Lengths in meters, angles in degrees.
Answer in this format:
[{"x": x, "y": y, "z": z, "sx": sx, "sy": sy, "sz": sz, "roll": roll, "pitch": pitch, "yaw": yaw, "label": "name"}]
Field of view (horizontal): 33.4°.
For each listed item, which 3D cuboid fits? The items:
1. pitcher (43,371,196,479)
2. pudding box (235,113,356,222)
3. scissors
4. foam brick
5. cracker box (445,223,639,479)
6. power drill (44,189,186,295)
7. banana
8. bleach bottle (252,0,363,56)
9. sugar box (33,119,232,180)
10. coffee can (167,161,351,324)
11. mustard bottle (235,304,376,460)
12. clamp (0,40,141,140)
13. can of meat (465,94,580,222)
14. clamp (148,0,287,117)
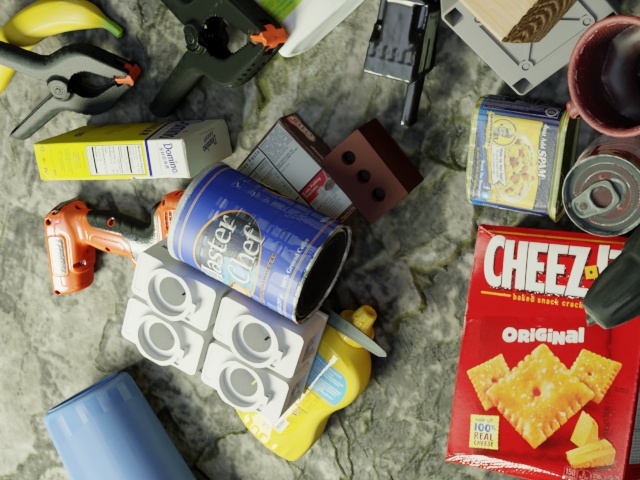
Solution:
[{"x": -0.212, "y": 0.277, "z": 1.204, "sx": 0.149, "sy": 0.145, "sz": 0.243, "roll": -28, "pitch": 91, "yaw": 17, "label": "pitcher"}, {"x": -0.023, "y": -0.053, "z": 1.043, "sx": 0.113, "sy": 0.039, "sz": 0.090, "roll": 48, "pitch": 121, "yaw": 5, "label": "pudding box"}, {"x": -0.024, "y": 0.074, "z": 1.057, "sx": 0.202, "sy": 0.016, "sz": 0.096, "roll": 49, "pitch": 112, "yaw": 27, "label": "scissors"}, {"x": 0.049, "y": -0.066, "z": 0.998, "sx": 0.053, "sy": 0.051, "sz": 0.078, "roll": -40, "pitch": 89, "yaw": 29, "label": "foam brick"}, {"x": 0.204, "y": 0.099, "z": 0.913, "sx": 0.164, "sy": 0.072, "sz": 0.214, "roll": 6, "pitch": 87, "yaw": 36, "label": "cracker box"}, {"x": -0.199, "y": 0.030, "z": 1.144, "sx": 0.188, "sy": 0.057, "sz": 0.184, "roll": 6, "pitch": 110, "yaw": 21, "label": "power drill"}, {"x": -0.298, "y": -0.208, "z": 1.113, "sx": 0.198, "sy": 0.037, "sz": 0.069, "roll": -18, "pitch": 99, "yaw": 28, "label": "banana"}, {"x": -0.065, "y": -0.296, "z": 0.964, "sx": 0.103, "sy": 0.068, "sz": 0.251, "roll": -37, "pitch": 88, "yaw": 31, "label": "bleach bottle"}, {"x": -0.188, "y": -0.092, "z": 1.073, "sx": 0.176, "sy": 0.093, "sz": 0.048, "roll": -2, "pitch": 107, "yaw": 24, "label": "sugar box"}, {"x": -0.057, "y": 0.001, "z": 0.996, "sx": 0.140, "sy": 0.102, "sz": 0.103, "roll": 27, "pitch": 117, "yaw": 16, "label": "coffee can"}, {"x": -0.004, "y": 0.134, "z": 1.089, "sx": 0.096, "sy": 0.058, "sz": 0.192, "roll": 45, "pitch": 120, "yaw": 10, "label": "mustard bottle"}, {"x": -0.273, "y": -0.170, "z": 1.097, "sx": 0.172, "sy": 0.039, "sz": 0.120, "roll": -13, "pitch": 131, "yaw": 18, "label": "clamp"}, {"x": 0.177, "y": -0.074, "z": 0.935, "sx": 0.084, "sy": 0.057, "sz": 0.102, "roll": 12, "pitch": 112, "yaw": 23, "label": "can of meat"}, {"x": -0.110, "y": -0.183, "z": 1.005, "sx": 0.210, "sy": 0.036, "sz": 0.164, "roll": 20, "pitch": 121, "yaw": 42, "label": "clamp"}]
